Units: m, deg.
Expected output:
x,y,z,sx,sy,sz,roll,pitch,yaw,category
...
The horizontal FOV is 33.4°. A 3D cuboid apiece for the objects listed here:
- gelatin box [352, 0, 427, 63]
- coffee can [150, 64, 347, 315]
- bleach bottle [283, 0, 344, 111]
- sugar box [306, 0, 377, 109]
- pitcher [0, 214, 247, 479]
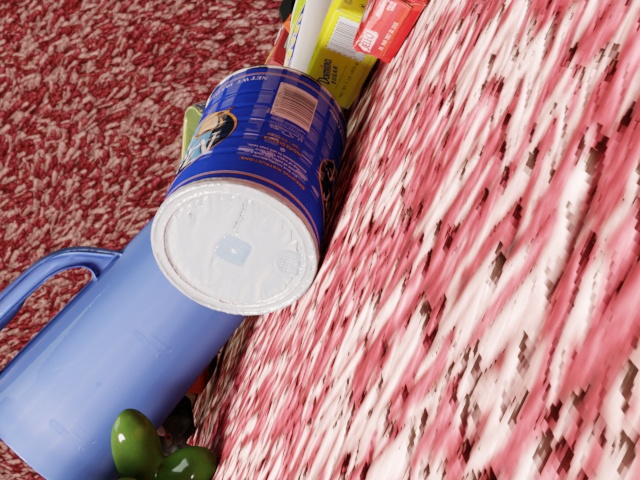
x,y,z,sx,sy,sz,roll,pitch,yaw,category
0.053,-0.167,0.668,0.073,0.030,0.089,128,163,-68,gelatin box
-0.042,-0.035,0.692,0.140,0.102,0.103,-76,10,-50,coffee can
-0.002,-0.134,0.867,0.250,0.068,0.103,-79,10,-48,bleach bottle
0.038,-0.195,0.805,0.093,0.048,0.176,121,167,-55,sugar box
-0.158,0.074,0.861,0.243,0.145,0.149,-49,-29,-6,pitcher
